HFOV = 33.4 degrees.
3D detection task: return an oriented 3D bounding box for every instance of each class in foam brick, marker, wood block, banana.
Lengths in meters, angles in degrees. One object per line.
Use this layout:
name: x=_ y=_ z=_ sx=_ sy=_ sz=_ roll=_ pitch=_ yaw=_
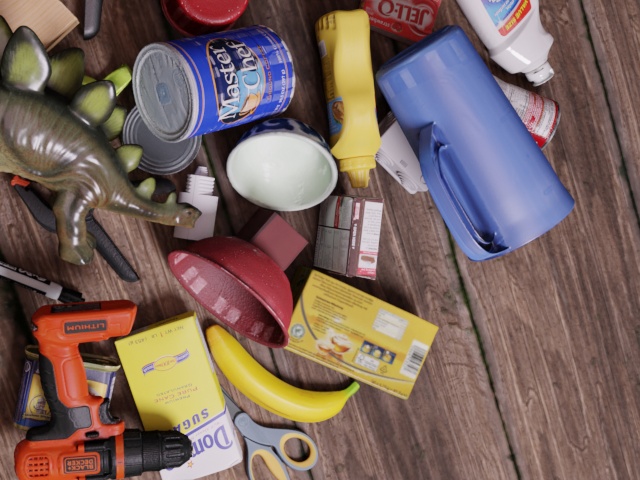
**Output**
foam brick: x=-0.058 y=0.001 z=1.190 sx=0.051 sy=0.078 sz=0.053 roll=42 pitch=83 yaw=-16
marker: x=-0.312 y=0.045 z=1.153 sx=0.121 sy=0.020 sz=0.020 roll=24 pitch=87 yaw=-15
wood block: x=-0.352 y=-0.186 z=1.079 sx=0.206 sy=0.090 sz=0.090 roll=-44 pitch=104 yaw=-2
banana: x=-0.051 y=0.163 z=1.225 sx=0.197 sy=0.037 sz=0.069 roll=25 pitch=58 yaw=-18

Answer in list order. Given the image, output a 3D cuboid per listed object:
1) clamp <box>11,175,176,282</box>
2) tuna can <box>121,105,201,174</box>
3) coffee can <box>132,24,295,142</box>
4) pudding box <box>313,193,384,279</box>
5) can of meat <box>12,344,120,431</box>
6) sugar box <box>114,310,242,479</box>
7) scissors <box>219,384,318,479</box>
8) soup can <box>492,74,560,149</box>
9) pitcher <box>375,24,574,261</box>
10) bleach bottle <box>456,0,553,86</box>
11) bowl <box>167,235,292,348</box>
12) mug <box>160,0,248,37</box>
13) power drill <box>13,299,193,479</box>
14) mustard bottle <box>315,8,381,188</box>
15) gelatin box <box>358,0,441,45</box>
clamp: x=-0.245 y=-0.044 z=1.156 sx=0.171 sy=0.039 sz=0.120 roll=31 pitch=84 yaw=-14
tuna can: x=-0.176 y=-0.115 z=1.173 sx=0.086 sy=0.034 sz=0.086 roll=-1 pitch=93 yaw=-15
coffee can: x=-0.111 y=-0.167 z=1.125 sx=0.140 sy=0.103 sz=0.103 roll=-21 pitch=99 yaw=-41
pudding box: x=0.030 y=-0.006 z=1.194 sx=0.039 sy=0.114 sz=0.090 roll=4 pitch=93 yaw=-18
can of meat: x=-0.275 y=0.164 z=1.151 sx=0.102 sy=0.057 sz=0.084 roll=11 pitch=92 yaw=-16
sugar box: x=-0.156 y=0.176 z=1.184 sx=0.093 sy=0.048 sz=0.176 roll=-19 pitch=95 yaw=-2
scissors: x=-0.071 y=0.205 z=1.230 sx=0.096 sy=0.016 sz=0.202 roll=-24 pitch=97 yaw=-16
soup can: x=0.222 y=-0.152 z=1.261 sx=0.102 sy=0.069 sz=0.068 roll=21 pitch=88 yaw=-15
pitcher: x=0.159 y=-0.103 z=1.160 sx=0.145 sy=0.149 sz=0.243 roll=-33 pitch=99 yaw=-2
bleach bottle: x=0.208 y=-0.300 z=1.253 sx=0.102 sy=0.068 sz=0.251 roll=-35 pitch=103 yaw=-8
bowl: x=-0.085 y=0.045 z=1.149 sx=0.162 sy=0.162 sz=0.055 roll=42 pitch=68 yaw=-13
mug: x=-0.118 y=-0.279 z=1.155 sx=0.093 sy=0.082 sz=0.117 roll=23 pitch=87 yaw=-15
power drill: x=-0.225 y=0.158 z=1.104 sx=0.184 sy=0.057 sz=0.188 roll=-3 pitch=98 yaw=-15
mustard bottle: x=0.033 y=-0.154 z=1.188 sx=0.058 sy=0.096 sz=0.191 roll=-6 pitch=90 yaw=-13
gelatin box: x=0.092 y=-0.273 z=1.238 sx=0.089 sy=0.030 sz=0.073 roll=19 pitch=88 yaw=-15
